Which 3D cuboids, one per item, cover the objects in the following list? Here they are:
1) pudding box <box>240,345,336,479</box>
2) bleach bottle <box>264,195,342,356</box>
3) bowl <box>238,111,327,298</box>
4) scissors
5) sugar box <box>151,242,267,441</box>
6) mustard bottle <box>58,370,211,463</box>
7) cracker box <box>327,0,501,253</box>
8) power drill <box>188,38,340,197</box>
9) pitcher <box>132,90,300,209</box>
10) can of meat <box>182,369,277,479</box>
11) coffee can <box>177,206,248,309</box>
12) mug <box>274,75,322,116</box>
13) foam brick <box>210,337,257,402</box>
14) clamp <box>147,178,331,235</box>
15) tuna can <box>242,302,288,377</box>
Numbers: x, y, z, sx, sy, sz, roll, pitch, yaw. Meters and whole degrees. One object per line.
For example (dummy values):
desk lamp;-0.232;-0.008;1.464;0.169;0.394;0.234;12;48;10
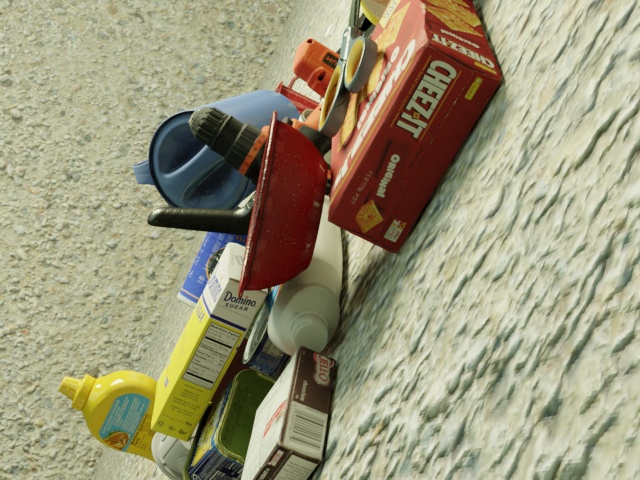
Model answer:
pudding box;-0.027;0.152;0.841;0.090;0.039;0.113;-59;10;35
bleach bottle;-0.014;0.033;0.992;0.103;0.068;0.251;-63;13;15
bowl;-0.029;-0.026;0.906;0.162;0.055;0.162;-170;91;-86
scissors;0.034;-0.180;0.925;0.096;0.016;0.201;-44;28;57
sugar box;-0.108;0.096;1.023;0.093;0.048;0.176;-103;37;-68
mustard bottle;-0.207;0.201;1.221;0.096;0.191;0.058;-61;10;24
cracker box;0.068;-0.115;0.879;0.213;0.072;0.164;-86;22;-62
power drill;-0.032;-0.137;1.195;0.187;0.184;0.057;-60;6;-29
pitcher;-0.118;-0.119;1.361;0.145;0.149;0.242;-59;-7;24
can of meat;-0.080;0.181;0.999;0.084;0.057;0.102;-53;16;47
coffee can;-0.110;0.031;1.378;0.140;0.102;0.103;-65;10;0
mug;-0.034;-0.184;1.553;0.117;0.081;0.093;-66;10;0
foam brick;-0.090;0.144;1.155;0.078;0.051;0.053;-67;9;-8
clamp;-0.057;0.001;1.141;0.210;0.164;0.036;-22;23;11
tuna can;-0.048;0.095;1.098;0.086;0.033;0.086;-62;10;20
